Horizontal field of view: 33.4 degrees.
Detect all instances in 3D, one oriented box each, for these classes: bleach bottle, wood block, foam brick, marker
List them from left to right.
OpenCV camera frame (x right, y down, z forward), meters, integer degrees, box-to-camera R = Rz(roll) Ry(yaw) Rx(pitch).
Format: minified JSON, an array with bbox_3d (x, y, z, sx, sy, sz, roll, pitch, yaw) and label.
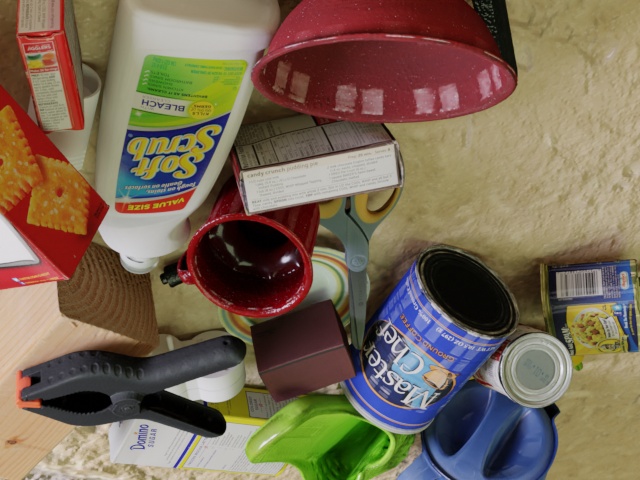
[{"bbox_3d":[-0.229,0.098,0.864,0.090,0.090,0.206,24,125,-36],"label":"wood block"},{"bbox_3d":[-0.103,-0.068,0.744,0.102,0.068,0.251,3,137,-16],"label":"bleach bottle"},{"bbox_3d":[-0.074,0.010,0.866,0.121,0.020,0.020,-21,138,7],"label":"marker"},{"bbox_3d":[-0.014,0.095,0.917,0.078,0.053,0.051,-19,138,5],"label":"foam brick"}]

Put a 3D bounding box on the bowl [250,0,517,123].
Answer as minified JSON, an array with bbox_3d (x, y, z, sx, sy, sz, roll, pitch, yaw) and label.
[{"bbox_3d":[0.039,-0.120,0.653,0.162,0.055,0.162,2,170,0],"label":"bowl"}]

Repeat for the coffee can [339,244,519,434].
[{"bbox_3d":[0.092,0.088,0.934,0.102,0.103,0.140,13,131,-27],"label":"coffee can"}]

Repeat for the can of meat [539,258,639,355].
[{"bbox_3d":[0.247,0.062,0.967,0.084,0.057,0.102,-5,140,16],"label":"can of meat"}]

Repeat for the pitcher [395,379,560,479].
[{"bbox_3d":[0.158,0.262,1.121,0.149,0.145,0.243,10,142,11],"label":"pitcher"}]

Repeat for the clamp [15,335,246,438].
[{"bbox_3d":[-0.142,0.119,0.816,0.171,0.039,0.120,-2,133,-6],"label":"clamp"}]

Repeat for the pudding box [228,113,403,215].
[{"bbox_3d":[-0.006,-0.059,0.756,0.113,0.090,0.039,-13,117,-5],"label":"pudding box"}]

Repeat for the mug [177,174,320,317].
[{"bbox_3d":[-0.055,0.001,0.802,0.117,0.081,0.093,-22,118,24],"label":"mug"}]

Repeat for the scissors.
[{"bbox_3d":[0.012,0.005,0.862,0.096,0.016,0.202,8,122,-13],"label":"scissors"}]

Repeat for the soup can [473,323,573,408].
[{"bbox_3d":[0.176,0.109,0.956,0.068,0.102,0.068,0,92,-8],"label":"soup can"}]

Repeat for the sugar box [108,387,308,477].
[{"bbox_3d":[-0.104,0.179,1.019,0.176,0.048,0.093,14,130,-24],"label":"sugar box"}]

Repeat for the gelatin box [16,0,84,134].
[{"bbox_3d":[-0.164,-0.121,0.648,0.030,0.089,0.073,-7,137,-7],"label":"gelatin box"}]

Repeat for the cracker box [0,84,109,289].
[{"bbox_3d":[-0.256,-0.058,0.638,0.164,0.072,0.213,-9,133,34],"label":"cracker box"}]
